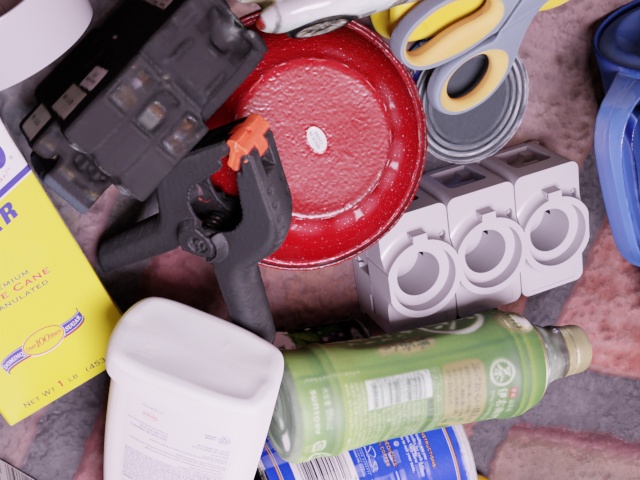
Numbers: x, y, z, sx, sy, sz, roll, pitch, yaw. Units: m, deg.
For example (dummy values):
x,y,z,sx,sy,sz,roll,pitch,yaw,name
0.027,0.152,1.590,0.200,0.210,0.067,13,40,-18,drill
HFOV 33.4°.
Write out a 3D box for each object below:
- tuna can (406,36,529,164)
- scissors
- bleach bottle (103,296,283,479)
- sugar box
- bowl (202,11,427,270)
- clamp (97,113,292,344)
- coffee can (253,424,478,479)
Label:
x,y,z,sx,sy,sz,roll,pitch,yaw,name
0.091,-0.096,0.699,0.086,0.034,0.086,-9,114,-20,tuna can
0.136,-0.140,0.652,0.201,0.016,0.096,-23,136,-10,scissors
-0.098,0.154,0.675,0.102,0.068,0.251,22,129,4,bleach bottle
-0.187,0.013,0.616,0.093,0.048,0.176,-32,121,-9,sugar box
-0.009,-0.059,0.628,0.162,0.055,0.162,-1,95,-9,bowl
-0.054,0.001,0.603,0.120,0.039,0.172,31,141,-8,clamp
0.023,0.163,0.736,0.140,0.103,0.103,-16,116,-17,coffee can
